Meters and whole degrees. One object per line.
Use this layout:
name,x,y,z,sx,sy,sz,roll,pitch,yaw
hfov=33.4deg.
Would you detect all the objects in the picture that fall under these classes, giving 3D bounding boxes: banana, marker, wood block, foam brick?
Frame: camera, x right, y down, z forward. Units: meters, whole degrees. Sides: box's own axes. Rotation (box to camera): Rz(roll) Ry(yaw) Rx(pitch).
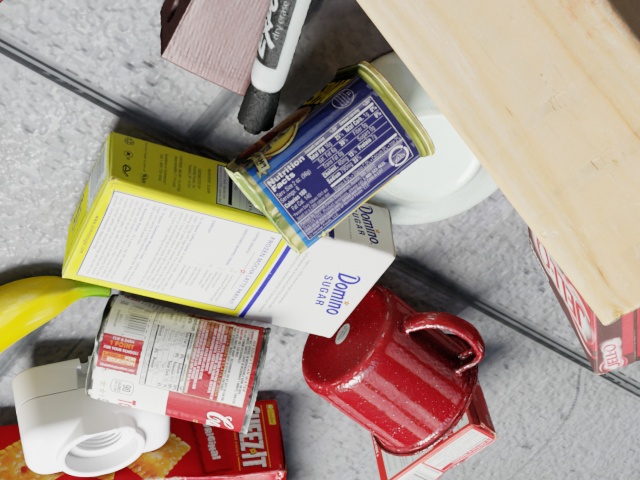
banana,-0.221,0.078,0.689,0.198,0.037,0.069,-39,126,24
marker,-0.017,-0.100,0.500,0.020,0.020,0.121,8,129,-16
wood block,0.111,-0.079,0.493,0.090,0.090,0.206,-36,93,29
foam brick,-0.041,-0.122,0.527,0.051,0.053,0.078,20,125,-24

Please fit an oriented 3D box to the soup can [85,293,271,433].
soup can,-0.088,0.076,0.665,0.102,0.068,0.069,13,129,-3

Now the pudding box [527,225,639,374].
pudding box,0.155,0.008,0.628,0.039,0.113,0.090,-16,136,1

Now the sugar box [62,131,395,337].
sugar box,-0.054,0.001,0.635,0.176,0.048,0.093,13,138,-22

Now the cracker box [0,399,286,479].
cracker box,-0.136,0.200,0.780,0.213,0.072,0.164,-3,135,-9

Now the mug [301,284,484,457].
mug,0.050,0.077,0.691,0.117,0.093,0.081,-26,128,38

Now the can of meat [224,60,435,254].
can of meat,0.001,-0.042,0.546,0.084,0.102,0.057,-39,100,-3

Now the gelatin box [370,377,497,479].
gelatin box,0.077,0.129,0.756,0.030,0.073,0.089,32,119,-33
